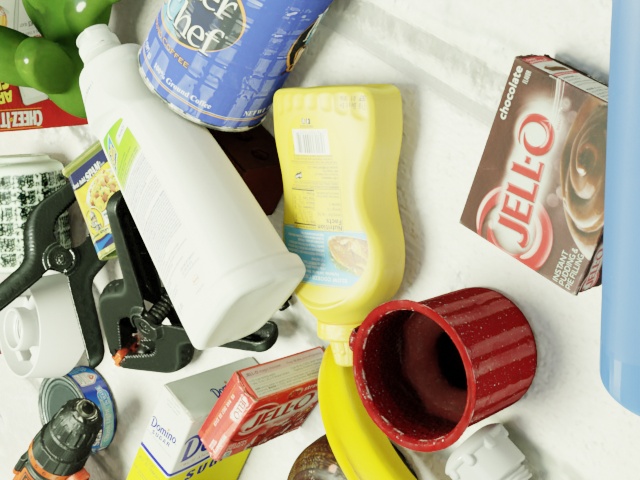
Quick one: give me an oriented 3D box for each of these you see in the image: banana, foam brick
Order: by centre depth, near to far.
[{"bbox_3d":[0.047,0.151,0.721,0.198,0.069,0.037,48,131,25],"label":"banana"},{"bbox_3d":[-0.067,-0.059,0.796,0.078,0.052,0.051,47,127,26],"label":"foam brick"}]

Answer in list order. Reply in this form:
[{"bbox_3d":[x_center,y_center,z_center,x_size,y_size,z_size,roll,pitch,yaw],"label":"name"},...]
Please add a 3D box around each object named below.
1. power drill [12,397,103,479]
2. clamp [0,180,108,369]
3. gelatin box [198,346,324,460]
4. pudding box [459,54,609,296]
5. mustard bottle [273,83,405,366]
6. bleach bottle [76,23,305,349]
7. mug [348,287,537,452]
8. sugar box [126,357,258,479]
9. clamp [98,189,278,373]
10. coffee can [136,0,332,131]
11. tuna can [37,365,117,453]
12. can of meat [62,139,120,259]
[{"bbox_3d":[-0.196,0.247,0.956,0.188,0.057,0.185,48,133,12],"label":"power drill"},{"bbox_3d":[-0.238,0.021,0.933,0.039,0.120,0.171,161,117,-68],"label":"clamp"},{"bbox_3d":[-0.038,0.119,0.780,0.030,0.089,0.073,51,129,24],"label":"gelatin box"},{"bbox_3d":[0.138,-0.039,0.614,0.090,0.039,0.114,35,121,34],"label":"pudding box"},{"bbox_3d":[0.014,-0.009,0.725,0.096,0.058,0.191,6,103,44],"label":"mustard bottle"},{"bbox_3d":[-0.107,-0.054,0.751,0.251,0.067,0.103,60,142,18],"label":"bleach bottle"},{"bbox_3d":[0.072,0.073,0.671,0.117,0.081,0.093,13,107,41],"label":"mug"},{"bbox_3d":[-0.104,0.179,0.855,0.048,0.093,0.176,45,127,27],"label":"sugar box"},{"bbox_3d":[-0.124,0.064,0.866,0.164,0.036,0.210,40,144,4],"label":"clamp"},{"bbox_3d":[-0.052,-0.159,0.726,0.103,0.102,0.140,52,130,23],"label":"coffee can"},{"bbox_3d":[-0.231,0.163,1.014,0.086,0.033,0.086,11,106,42],"label":"tuna can"},{"bbox_3d":[-0.159,-0.040,0.887,0.102,0.057,0.084,-29,80,43],"label":"can of meat"}]
